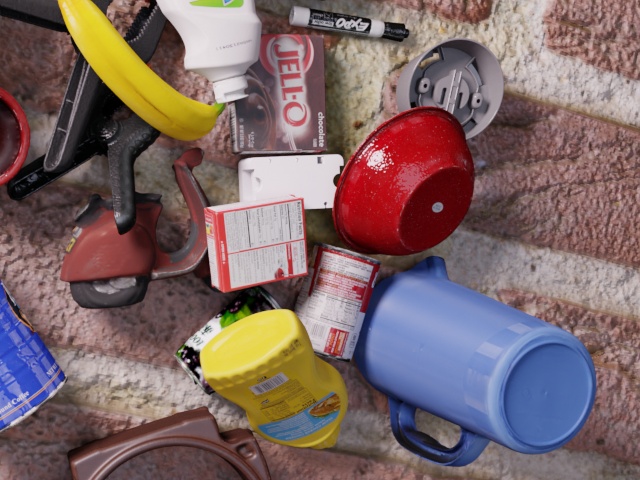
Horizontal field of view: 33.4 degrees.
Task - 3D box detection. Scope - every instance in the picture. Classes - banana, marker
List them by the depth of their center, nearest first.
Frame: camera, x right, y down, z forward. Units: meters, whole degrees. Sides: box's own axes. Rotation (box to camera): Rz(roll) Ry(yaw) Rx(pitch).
[{"bbox_3d":[-0.151,-0.137,0.911,0.037,0.069,0.197,-32,137,20],"label":"banana"},{"bbox_3d":[0.030,-0.210,1.040,0.121,0.020,0.020,5,91,-18],"label":"marker"}]

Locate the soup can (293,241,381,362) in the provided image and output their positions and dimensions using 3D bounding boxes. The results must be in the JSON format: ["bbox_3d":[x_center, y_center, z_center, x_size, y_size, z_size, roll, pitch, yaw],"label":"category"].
[{"bbox_3d":[0.012,0.059,1.023,0.068,0.069,0.102,18,88,-18],"label":"soup can"}]

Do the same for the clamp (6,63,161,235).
[{"bbox_3d":[-0.199,-0.087,0.944,0.120,0.039,0.171,13,59,4],"label":"clamp"}]

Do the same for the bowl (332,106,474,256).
[{"bbox_3d":[0.092,-0.043,1.007,0.161,0.055,0.162,-23,134,-26],"label":"bowl"}]

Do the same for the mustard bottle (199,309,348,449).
[{"bbox_3d":[-0.028,0.142,0.988,0.096,0.058,0.191,-27,136,7],"label":"mustard bottle"}]

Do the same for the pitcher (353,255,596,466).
[{"bbox_3d":[0.135,0.120,0.973,0.145,0.243,0.149,-35,109,-15],"label":"pitcher"}]

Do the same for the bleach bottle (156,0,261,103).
[{"bbox_3d":[-0.117,-0.243,0.934,0.102,0.068,0.251,-17,101,-16],"label":"bleach bottle"}]

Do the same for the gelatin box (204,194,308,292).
[{"bbox_3d":[-0.056,0.001,0.956,0.089,0.030,0.073,-11,105,-26],"label":"gelatin box"}]

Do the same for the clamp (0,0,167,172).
[{"bbox_3d":[-0.196,-0.164,0.918,0.209,0.036,0.164,-37,119,-44],"label":"clamp"}]

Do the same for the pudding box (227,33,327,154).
[{"bbox_3d":[-0.042,-0.138,1.010,0.090,0.039,0.113,-2,93,-17],"label":"pudding box"}]

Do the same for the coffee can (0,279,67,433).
[{"bbox_3d":[-0.297,0.088,0.908,0.102,0.103,0.140,-33,102,-13],"label":"coffee can"}]

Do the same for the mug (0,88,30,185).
[{"bbox_3d":[-0.309,-0.087,0.907,0.117,0.082,0.093,-3,94,-18],"label":"mug"}]
